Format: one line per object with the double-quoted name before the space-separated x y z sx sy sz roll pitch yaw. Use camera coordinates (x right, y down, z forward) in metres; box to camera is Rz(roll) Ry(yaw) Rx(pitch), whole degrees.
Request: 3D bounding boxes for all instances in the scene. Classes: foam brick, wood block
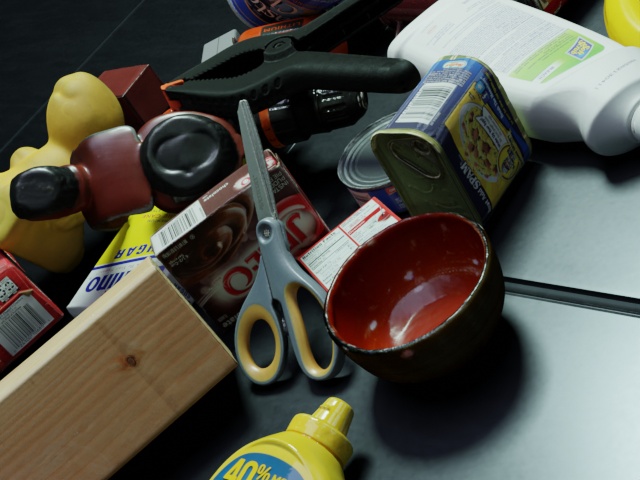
"foam brick" -0.206 -0.148 1.133 0.078 0.053 0.051 1 49 41
"wood block" -0.166 0.114 0.728 0.206 0.091 0.090 -40 9 -6

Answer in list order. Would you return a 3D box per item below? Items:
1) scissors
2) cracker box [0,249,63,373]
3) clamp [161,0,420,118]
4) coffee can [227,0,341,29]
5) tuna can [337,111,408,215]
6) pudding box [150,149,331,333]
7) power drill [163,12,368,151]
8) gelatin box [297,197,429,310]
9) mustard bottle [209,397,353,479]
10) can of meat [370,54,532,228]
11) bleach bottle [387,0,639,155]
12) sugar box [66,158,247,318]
"scissors" -0.044 0.011 0.736 0.096 0.016 0.202 -37 68 30
"cracker box" -0.330 0.074 0.938 0.164 0.072 0.214 -44 26 -12
"clamp" -0.021 -0.133 0.819 0.210 0.036 0.164 -19 34 6
"coffee can" -0.021 -0.259 0.998 0.102 0.102 0.140 -50 16 -19
"tuna can" 0.058 -0.059 0.809 0.086 0.033 0.086 -24 36 18
"pudding box" -0.055 0.001 0.788 0.113 0.090 0.039 -35 32 3
"power drill" -0.033 -0.136 0.925 0.185 0.057 0.187 -7 29 21
"gelatin box" 0.034 0.016 0.744 0.073 0.030 0.089 -40 34 -3
"mustard bottle" -0.036 0.169 0.597 0.096 0.058 0.191 7 53 44
"can of meat" 0.092 -0.063 0.725 0.058 0.102 0.083 6 50 46
"bleach bottle" 0.154 -0.113 0.765 0.102 0.068 0.251 -41 36 -6
"sugar box" -0.126 0.002 0.886 0.094 0.048 0.176 1 47 38
